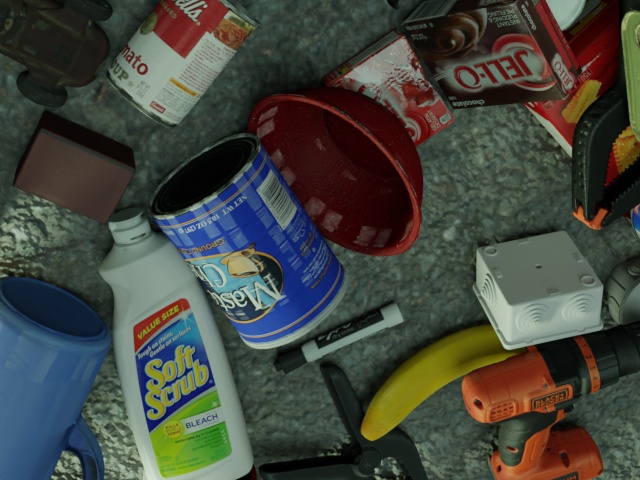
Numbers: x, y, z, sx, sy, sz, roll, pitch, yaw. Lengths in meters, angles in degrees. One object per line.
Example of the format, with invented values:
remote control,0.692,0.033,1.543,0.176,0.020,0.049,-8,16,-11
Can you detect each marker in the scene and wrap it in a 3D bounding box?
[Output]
marker,0.015,0.088,0.945,0.121,0.020,0.020,-24,116,-1

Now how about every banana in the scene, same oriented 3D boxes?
banana,0.123,0.119,0.960,0.197,0.037,0.069,-17,87,-8

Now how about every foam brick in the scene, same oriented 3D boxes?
foam brick,-0.189,-0.057,0.822,0.078,0.053,0.051,24,106,-19

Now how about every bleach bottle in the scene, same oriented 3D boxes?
bleach bottle,-0.133,0.093,0.894,0.102,0.068,0.251,-17,113,-5

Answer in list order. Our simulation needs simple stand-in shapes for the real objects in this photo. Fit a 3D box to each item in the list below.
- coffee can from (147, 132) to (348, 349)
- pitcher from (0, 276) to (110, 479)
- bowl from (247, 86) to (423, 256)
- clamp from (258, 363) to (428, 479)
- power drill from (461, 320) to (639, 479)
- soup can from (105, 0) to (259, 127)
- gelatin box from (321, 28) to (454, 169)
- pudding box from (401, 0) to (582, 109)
coffee can,-0.056,0.001,0.846,0.103,0.103,0.140,-32,115,3
pitcher,-0.257,0.160,0.861,0.149,0.145,0.243,16,108,-47
bowl,0.022,-0.064,0.829,0.055,0.162,0.162,-50,119,-28
clamp,0.037,0.188,0.981,0.171,0.039,0.120,23,97,-28
power drill,0.220,0.153,0.961,0.184,0.057,0.187,-16,136,-3
soup can,-0.103,-0.143,0.793,0.068,0.068,0.102,36,102,-23
gelatin box,0.055,-0.113,0.860,0.073,0.030,0.089,-33,115,4
pudding box,0.130,-0.147,0.814,0.039,0.114,0.090,-52,122,-26
